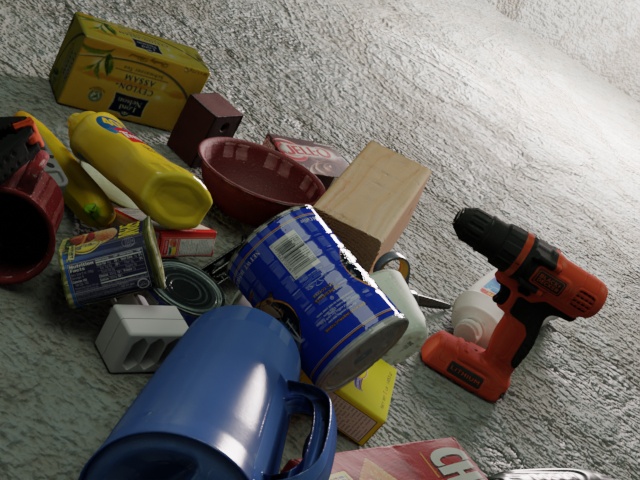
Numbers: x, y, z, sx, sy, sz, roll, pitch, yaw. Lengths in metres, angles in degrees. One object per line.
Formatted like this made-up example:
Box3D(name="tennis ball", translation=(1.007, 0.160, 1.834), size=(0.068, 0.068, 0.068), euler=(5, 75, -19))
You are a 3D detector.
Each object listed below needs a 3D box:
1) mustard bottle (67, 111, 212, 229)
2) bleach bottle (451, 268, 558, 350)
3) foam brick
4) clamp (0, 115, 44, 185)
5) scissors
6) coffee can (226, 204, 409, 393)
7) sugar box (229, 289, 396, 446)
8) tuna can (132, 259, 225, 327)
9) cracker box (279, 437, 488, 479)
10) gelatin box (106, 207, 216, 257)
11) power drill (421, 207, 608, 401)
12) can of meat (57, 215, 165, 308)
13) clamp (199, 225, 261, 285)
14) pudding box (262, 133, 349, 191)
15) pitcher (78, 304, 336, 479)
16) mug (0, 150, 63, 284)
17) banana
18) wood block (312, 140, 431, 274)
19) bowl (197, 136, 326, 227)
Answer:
Box3D(name="mustard bottle", translation=(-0.197, -0.081, 1.074), size=(0.192, 0.058, 0.096), euler=(35, 5, 35))
Box3D(name="bleach bottle", translation=(0.235, 0.086, 1.334), size=(0.103, 0.068, 0.250), euler=(39, 29, 16))
Box3D(name="foam brick", translation=(-0.142, -0.135, 1.308), size=(0.051, 0.078, 0.052), euler=(43, 31, 22))
Box3D(name="clamp", translation=(-0.332, -0.046, 0.885), size=(0.210, 0.036, 0.165), euler=(-18, 47, -6))
Box3D(name="scissors", translation=(0.106, 0.051, 1.231), size=(0.201, 0.096, 0.016), euler=(-4, 38, -45))
Box3D(name="coffee can", translation=(-0.003, 0.053, 0.962), size=(0.140, 0.103, 0.102), euler=(50, 31, 18))
Box3D(name="sugar box", translation=(-0.012, 0.111, 1.023), size=(0.176, 0.048, 0.093), euler=(37, 27, -8))
Box3D(name="tuna can", translation=(-0.135, 0.056, 1.026), size=(0.086, 0.034, 0.086), euler=(24, 27, -13))
Box3D(name="cracker box", translation=(0.077, 0.247, 0.870), size=(0.213, 0.072, 0.164), euler=(3, 38, -45))
Box3D(name="gelatin box", translation=(-0.162, -0.008, 1.085), size=(0.089, 0.030, 0.073), euler=(22, 15, 41))
Box3D(name="power drill", translation=(0.189, 0.072, 1.165), size=(0.184, 0.188, 0.057), euler=(32, 28, -2))
Box3D(name="can of meat", translation=(-0.186, 0.020, 0.953), size=(0.084, 0.057, 0.102), euler=(-14, 12, -6))
Box3D(name="clamp", translation=(-0.057, 0.001, 1.125), size=(0.039, 0.120, 0.171), euler=(64, 24, -8))
Box3D(name="pudding box", translation=(-0.015, -0.098, 1.417), size=(0.113, 0.039, 0.090), euler=(9, 33, -38))
Box3D(name="pitcher", translation=(-0.075, 0.144, 0.821), size=(0.149, 0.145, 0.242), euler=(31, 23, -4))
Box3D(name="mug", translation=(-0.270, -0.030, 0.947), size=(0.093, 0.117, 0.081), euler=(24, 22, -13))
Box3D(name="banana", translation=(-0.255, -0.065, 1.086), size=(0.037, 0.069, 0.198), euler=(-33, 49, -17))
Box3D(name="wood block", translation=(0.051, -0.028, 1.268), size=(0.090, 0.091, 0.205), euler=(27, 33, 8))
Box3D(name="bowl", translation=(-0.077, -0.061, 1.258), size=(0.162, 0.055, 0.162), euler=(20, 24, -10))
